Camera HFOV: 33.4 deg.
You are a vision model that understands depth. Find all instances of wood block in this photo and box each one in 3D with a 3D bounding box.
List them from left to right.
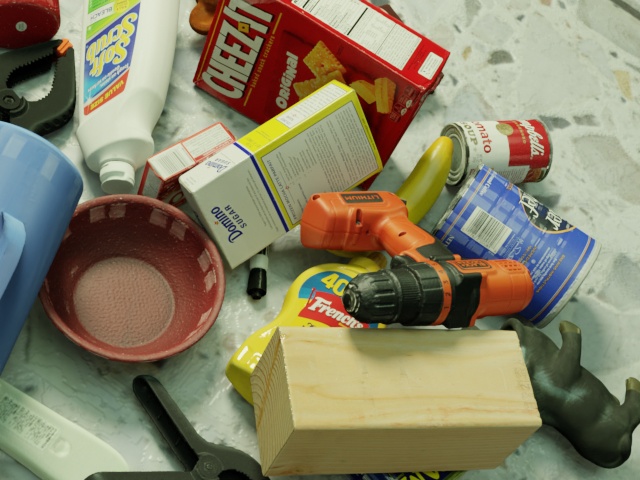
[{"bbox_3d":[0.058,0.128,0.857,0.205,0.091,0.090,3,55,-19],"label":"wood block"}]

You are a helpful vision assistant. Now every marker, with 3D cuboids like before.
[{"bbox_3d":[-0.057,0.001,1.008,0.020,0.020,0.121,10,58,-13],"label":"marker"}]

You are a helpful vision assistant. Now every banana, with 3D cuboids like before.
[{"bbox_3d":[0.068,-0.033,1.046,0.197,0.037,0.069,-31,117,-29],"label":"banana"}]

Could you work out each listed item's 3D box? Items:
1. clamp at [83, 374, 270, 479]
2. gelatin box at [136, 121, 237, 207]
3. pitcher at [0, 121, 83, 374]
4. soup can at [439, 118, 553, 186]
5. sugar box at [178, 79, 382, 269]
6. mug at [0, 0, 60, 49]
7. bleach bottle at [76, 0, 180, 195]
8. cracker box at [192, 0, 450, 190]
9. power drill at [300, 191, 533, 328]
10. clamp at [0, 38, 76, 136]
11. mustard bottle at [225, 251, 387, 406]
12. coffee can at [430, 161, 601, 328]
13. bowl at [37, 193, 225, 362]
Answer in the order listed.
[{"bbox_3d":[-0.100,0.182,0.867,0.171,0.039,0.120,28,47,-18],"label":"clamp"},{"bbox_3d":[-0.124,-0.064,0.991,0.089,0.073,0.030,-32,75,-32],"label":"gelatin box"},{"bbox_3d":[-0.272,0.029,0.809,0.149,0.145,0.242,14,63,15],"label":"pitcher"},{"bbox_3d":[0.181,-0.092,1.114,0.102,0.069,0.068,-4,62,-20],"label":"soup can"},{"bbox_3d":[-0.034,-0.061,0.973,0.176,0.093,0.048,-32,34,-11],"label":"sugar box"},{"bbox_3d":[-0.306,-0.236,1.030,0.117,0.093,0.081,-14,68,7],"label":"mug"},{"bbox_3d":[-0.182,-0.160,1.017,0.103,0.068,0.251,-16,59,22],"label":"bleach bottle"},{"bbox_3d":[-0.005,-0.166,1.036,0.213,0.164,0.072,31,53,1],"label":"cracker box"},{"bbox_3d":[0.060,0.017,0.909,0.184,0.057,0.188,0,24,-34],"label":"power drill"},{"bbox_3d":[-0.300,-0.120,0.986,0.164,0.036,0.209,25,54,-4],"label":"clamp"},{"bbox_3d":[0.005,0.077,0.960,0.096,0.058,0.191,38,56,4],"label":"mustard bottle"},{"bbox_3d":[0.184,0.005,1.037,0.140,0.103,0.102,35,56,4],"label":"coffee can"},{"bbox_3d":[-0.166,0.041,0.924,0.162,0.055,0.162,8,58,-14],"label":"bowl"}]
